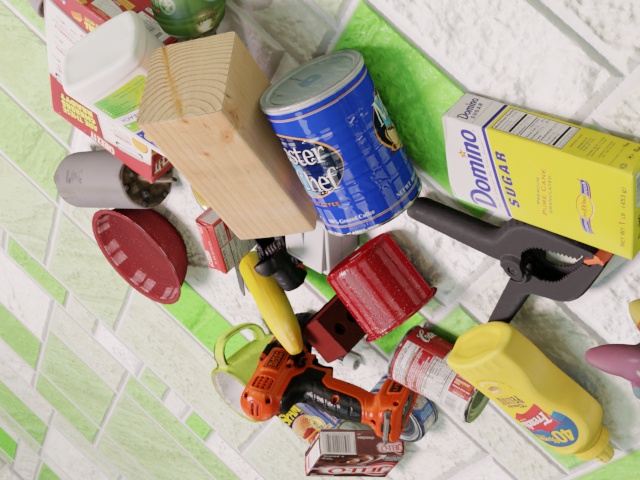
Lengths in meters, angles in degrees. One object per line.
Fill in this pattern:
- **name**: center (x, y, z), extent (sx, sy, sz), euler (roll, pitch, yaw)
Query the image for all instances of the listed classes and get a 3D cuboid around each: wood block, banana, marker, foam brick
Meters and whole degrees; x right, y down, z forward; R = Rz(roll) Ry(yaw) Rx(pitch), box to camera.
- **wood block**: center (-0.080, -0.093, 1.025), extent (0.090, 0.091, 0.206), euler (-6, 148, 23)
- **banana**: center (-0.061, 0.060, 1.255), extent (0.069, 0.037, 0.198), euler (58, 179, -30)
- **marker**: center (-0.002, 0.133, 1.345), extent (0.121, 0.020, 0.020), euler (22, 141, 33)
- **foam brick**: center (0.026, 0.091, 1.210), extent (0.053, 0.078, 0.051), euler (48, 150, -4)

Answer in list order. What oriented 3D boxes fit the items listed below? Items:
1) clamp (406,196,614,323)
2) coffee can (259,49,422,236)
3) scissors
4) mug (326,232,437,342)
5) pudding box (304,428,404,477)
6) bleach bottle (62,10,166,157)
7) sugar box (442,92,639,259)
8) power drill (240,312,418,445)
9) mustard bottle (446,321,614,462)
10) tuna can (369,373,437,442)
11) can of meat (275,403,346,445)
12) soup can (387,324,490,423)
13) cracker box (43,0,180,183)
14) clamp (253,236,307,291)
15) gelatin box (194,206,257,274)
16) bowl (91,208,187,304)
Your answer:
- **clamp**: center (0.177, 0.011, 0.978), extent (0.164, 0.036, 0.210), euler (50, 151, -12)
- **coffee can**: center (0.020, -0.090, 0.985), extent (0.103, 0.102, 0.140), euler (3, 129, 48)
- **scissors**: center (-0.124, -0.013, 1.325), extent (0.096, 0.016, 0.202), euler (36, 148, 18)
- **mug**: center (0.058, 0.047, 1.120), extent (0.081, 0.093, 0.117), euler (53, 166, -3)
- **pudding box**: center (0.043, 0.277, 1.385), extent (0.113, 0.039, 0.090), euler (5, 148, -12)
- **bleach bottle**: center (-0.142, -0.129, 1.093), extent (0.103, 0.068, 0.250), euler (-25, 145, 25)
- **sugar box**: center (0.187, -0.055, 0.884), extent (0.176, 0.048, 0.093), euler (20, 140, 34)
- **power drill**: center (0.020, 0.157, 1.243), extent (0.188, 0.184, 0.057), euler (10, 125, 16)
- **mustard bottle**: center (0.221, 0.159, 1.058), extent (0.191, 0.058, 0.096), euler (40, 152, -14)
- **tuna can**: center (0.098, 0.204, 1.296), extent (0.086, 0.033, 0.086), euler (30, 145, 23)
- **can of meat**: center (-0.010, 0.228, 1.430), extent (0.084, 0.057, 0.102), euler (39, 149, 5)
- **soup can**: center (0.132, 0.145, 1.155), extent (0.102, 0.068, 0.068), euler (28, 145, 25)
- **cracker box**: center (-0.225, -0.189, 1.188), extent (0.164, 0.072, 0.214), euler (36, 148, 15)
- **clamp**: center (-0.058, 0.001, 1.195), extent (0.171, 0.039, 0.120), euler (51, -160, -70)
- **gelatin box**: center (-0.099, -0.017, 1.219), extent (0.030, 0.089, 0.073), euler (22, 142, 33)
- **bowl**: center (-0.232, 0.008, 1.437), extent (0.162, 0.055, 0.162), euler (30, 145, 23)
